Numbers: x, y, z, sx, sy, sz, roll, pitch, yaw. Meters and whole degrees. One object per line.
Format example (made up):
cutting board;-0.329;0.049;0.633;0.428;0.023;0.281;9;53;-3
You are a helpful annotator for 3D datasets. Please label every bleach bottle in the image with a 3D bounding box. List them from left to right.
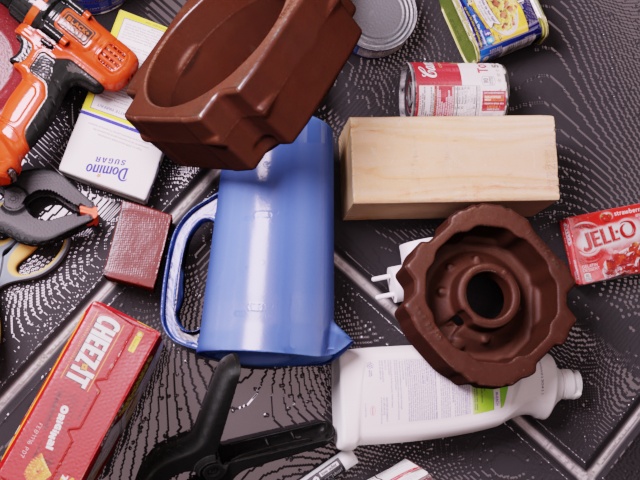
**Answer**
bleach bottle;0.139;0.155;1.071;0.250;0.068;0.102;0;81;-8

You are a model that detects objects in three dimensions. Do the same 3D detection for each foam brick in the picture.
foam brick;-0.180;0.007;1.061;0.051;0.053;0.078;14;82;-4

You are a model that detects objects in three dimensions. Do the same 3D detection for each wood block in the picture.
wood block;0.127;-0.074;1.087;0.206;0.091;0.090;-1;81;-6

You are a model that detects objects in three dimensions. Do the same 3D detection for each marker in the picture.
marker;-0.017;0.247;1.062;0.121;0.020;0.020;-33;87;-9

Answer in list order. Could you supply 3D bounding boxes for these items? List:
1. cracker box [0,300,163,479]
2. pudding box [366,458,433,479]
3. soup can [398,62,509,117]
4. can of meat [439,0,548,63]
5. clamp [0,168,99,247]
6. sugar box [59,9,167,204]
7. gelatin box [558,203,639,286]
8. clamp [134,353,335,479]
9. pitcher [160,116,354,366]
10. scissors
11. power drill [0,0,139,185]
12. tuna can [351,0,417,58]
cracker box;-0.207;0.145;0.956;0.072;0.214;0.164;27;80;-2
pudding box;0.064;0.251;1.023;0.090;0.113;0.039;-27;89;-9
soup can;0.138;-0.151;1.111;0.102;0.068;0.068;-1;82;-7
can of meat;0.181;-0.244;1.135;0.084;0.057;0.102;-22;84;-7
clamp;-0.304;-0.046;1.048;0.171;0.039;0.120;1;81;-12
sugar box;-0.191;-0.134;1.084;0.093;0.048;0.176;20;83;-5
gelatin box;0.304;0.005;1.126;0.089;0.030;0.073;-10;83;-8
clamp;-0.097;0.209;1.023;0.210;0.036;0.164;-45;128;14
pitcher;-0.057;0.001;1.043;0.149;0.145;0.243;11;75;-35
scissors;-0.344;0.034;1.058;0.201;0.016;0.096;-35;85;-10
power drill;-0.295;-0.162;1.013;0.184;0.057;0.187;38;78;-4
tuna can;0.057;-0.237;1.131;0.086;0.034;0.086;1;82;-6
